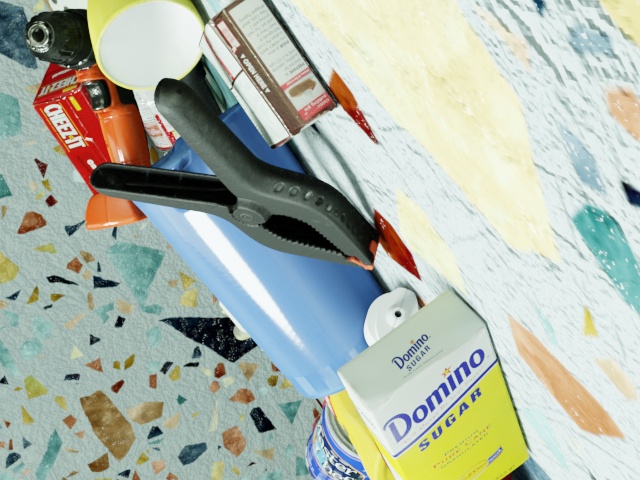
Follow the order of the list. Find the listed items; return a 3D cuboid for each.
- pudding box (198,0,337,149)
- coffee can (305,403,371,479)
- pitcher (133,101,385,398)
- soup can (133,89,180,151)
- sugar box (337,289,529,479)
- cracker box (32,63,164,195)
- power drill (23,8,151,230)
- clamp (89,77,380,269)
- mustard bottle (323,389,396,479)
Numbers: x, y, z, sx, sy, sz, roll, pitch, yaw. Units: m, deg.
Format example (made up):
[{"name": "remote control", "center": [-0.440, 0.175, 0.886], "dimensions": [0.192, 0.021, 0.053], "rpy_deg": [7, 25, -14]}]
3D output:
[{"name": "pudding box", "center": [-0.037, -0.107, 0.687], "dimensions": [0.090, 0.039, 0.113], "rpy_deg": [54, 175, -7]}, {"name": "coffee can", "center": [0.045, 0.212, 1.159], "dimensions": [0.103, 0.102, 0.140], "rpy_deg": [52, 154, 19]}, {"name": "pitcher", "center": [-0.038, 0.005, 0.898], "dimensions": [0.243, 0.149, 0.145], "rpy_deg": [53, 158, -12]}, {"name": "soup can", "center": [-0.181, -0.161, 1.216], "dimensions": [0.069, 0.068, 0.102], "rpy_deg": [45, 167, 53]}, {"name": "sugar box", "center": [0.082, 0.120, 0.721], "dimensions": [0.048, 0.093, 0.176], "rpy_deg": [48, 170, 40]}, {"name": "cracker box", "center": [-0.247, -0.164, 1.254], "dimensions": [0.213, 0.072, 0.164], "rpy_deg": [-86, -26, -49]}, {"name": "power drill", "center": [-0.187, -0.107, 0.926], "dimensions": [0.184, 0.057, 0.187], "rpy_deg": [-32, -67, -73]}, {"name": "clamp", "center": [-0.056, -0.030, 0.750], "dimensions": [0.209, 0.036, 0.165], "rpy_deg": [28, 153, -24]}, {"name": "mustard bottle", "center": [0.033, 0.154, 1.044], "dimensions": [0.192, 0.058, 0.096], "rpy_deg": [54, 172, 41]}]
